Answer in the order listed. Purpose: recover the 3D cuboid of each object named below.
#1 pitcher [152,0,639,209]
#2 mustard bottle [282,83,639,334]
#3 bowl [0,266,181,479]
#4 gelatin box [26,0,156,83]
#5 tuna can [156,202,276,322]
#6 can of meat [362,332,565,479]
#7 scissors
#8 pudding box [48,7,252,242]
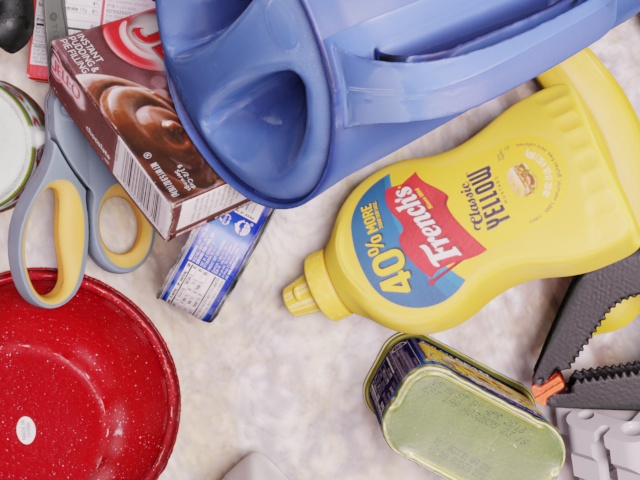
[{"bbox_3d":[0.057,-0.115,0.489,0.242,0.145,0.149,-27,77,-30],"label":"pitcher"},{"bbox_3d":[0.066,-0.003,0.577,0.192,0.058,0.096,-25,68,17],"label":"mustard bottle"},{"bbox_3d":[-0.161,0.098,0.596,0.162,0.055,0.162,0,96,-2],"label":"bowl"},{"bbox_3d":[-0.119,-0.128,0.587,0.073,0.030,0.089,7,95,-1],"label":"gelatin box"},{"bbox_3d":[-0.054,0.001,0.574,0.033,0.086,0.086,29,94,-6],"label":"tuna can"},{"bbox_3d":[0.078,0.099,0.589,0.102,0.084,0.057,28,94,-5],"label":"can of meat"},{"bbox_3d":[-0.121,-0.062,0.571,0.096,0.016,0.202,4,98,-46],"label":"scissors"},{"bbox_3d":[-0.069,-0.064,0.531,0.089,0.039,0.113,-27,70,-30],"label":"pudding box"}]
